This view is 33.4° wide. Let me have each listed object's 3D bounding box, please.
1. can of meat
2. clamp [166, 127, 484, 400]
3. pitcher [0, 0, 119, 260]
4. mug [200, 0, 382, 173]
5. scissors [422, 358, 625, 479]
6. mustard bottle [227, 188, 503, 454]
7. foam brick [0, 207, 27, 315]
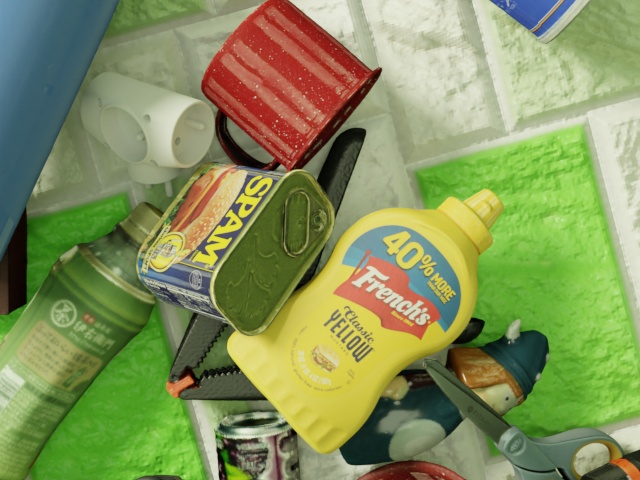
[{"bbox_3d":[-0.054,0.001,0.657,0.102,0.084,0.057,-56,132,-21],"label":"can of meat"},{"bbox_3d":[-0.015,0.033,0.711,0.210,0.036,0.164,-26,93,-3],"label":"clamp"},{"bbox_3d":[-0.204,-0.111,0.612,0.149,0.145,0.243,21,83,-13],"label":"pitcher"},{"bbox_3d":[-0.027,-0.092,0.685,0.081,0.093,0.117,41,128,1],"label":"mug"},{"bbox_3d":[0.141,0.123,0.693,0.096,0.016,0.201,-36,119,-12],"label":"scissors"},{"bbox_3d":[0.040,0.037,0.669,0.191,0.058,0.096,-42,88,-6],"label":"mustard bottle"},{"bbox_3d":[-0.223,0.007,0.697,0.053,0.051,0.078,-1,93,-2],"label":"foam brick"}]
